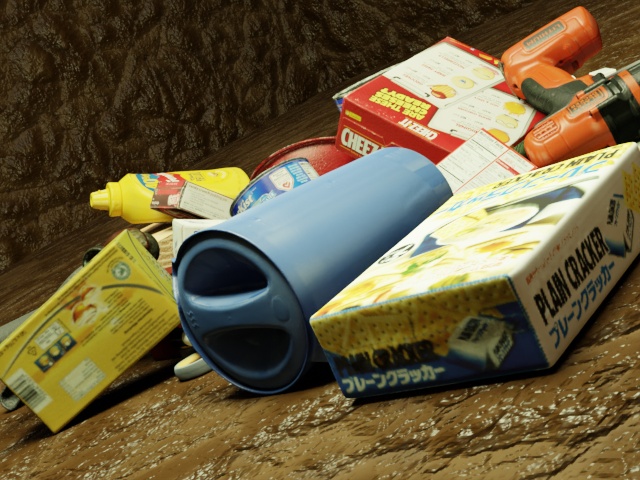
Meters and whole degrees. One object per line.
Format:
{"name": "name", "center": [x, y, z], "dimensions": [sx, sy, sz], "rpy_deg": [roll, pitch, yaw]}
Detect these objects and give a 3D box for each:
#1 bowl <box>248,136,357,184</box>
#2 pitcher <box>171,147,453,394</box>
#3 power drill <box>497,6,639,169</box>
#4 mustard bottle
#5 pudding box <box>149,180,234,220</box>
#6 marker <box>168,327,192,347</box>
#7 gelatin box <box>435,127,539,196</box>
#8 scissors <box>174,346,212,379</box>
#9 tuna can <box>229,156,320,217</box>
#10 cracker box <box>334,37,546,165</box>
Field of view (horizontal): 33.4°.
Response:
{"name": "bowl", "center": [0.004, -0.040, 1.154], "dimensions": [0.162, 0.162, 0.055], "rpy_deg": [-23, 53, 18]}
{"name": "pitcher", "center": [0.015, 0.015, 0.852], "dimensions": [0.242, 0.149, 0.145], "rpy_deg": [-32, -3, -45]}
{"name": "power drill", "center": [0.256, -0.154, 0.999], "dimensions": [0.184, 0.057, 0.187], "rpy_deg": [-30, 29, 10]}
{"name": "mustard bottle", "center": [-0.184, -0.054, 1.302], "dimensions": [0.191, 0.058, 0.096], "rpy_deg": [-5, 24, -20]}
{"name": "pudding box", "center": [-0.127, -0.034, 1.222], "dimensions": [0.113, 0.039, 0.090], "rpy_deg": [19, -6, -28]}
{"name": "marker", "center": [-0.101, 0.084, 0.946], "dimensions": [0.020, 0.020, 0.121], "rpy_deg": [-33, 13, -34]}
{"name": "gelatin box", "center": [0.140, -0.050, 0.954], "dimensions": [0.089, 0.030, 0.073], "rpy_deg": [-38, 52, -13]}
{"name": "scissors", "center": [-0.050, 0.080, 0.948], "dimensions": [0.202, 0.016, 0.096], "rpy_deg": [-21, 13, 27]}
{"name": "tuna can", "center": [-0.036, -0.034, 0.948], "dimensions": [0.086, 0.034, 0.086], "rpy_deg": [-33, -16, -11]}
{"name": "cracker box", "center": [0.142, -0.124, 1.109], "dimensions": [0.164, 0.072, 0.213], "rpy_deg": [30, 41, 22]}
